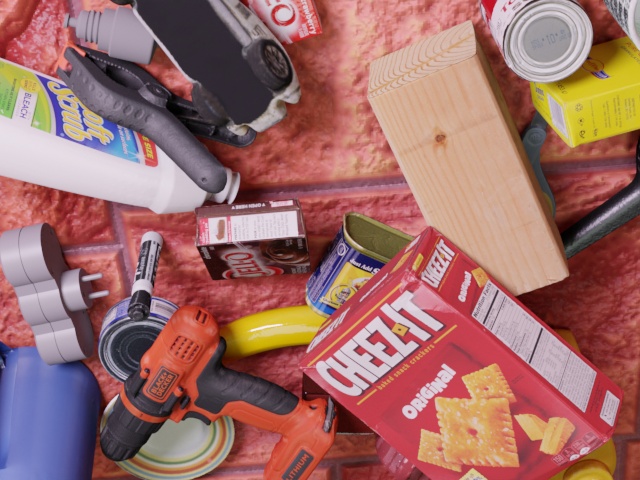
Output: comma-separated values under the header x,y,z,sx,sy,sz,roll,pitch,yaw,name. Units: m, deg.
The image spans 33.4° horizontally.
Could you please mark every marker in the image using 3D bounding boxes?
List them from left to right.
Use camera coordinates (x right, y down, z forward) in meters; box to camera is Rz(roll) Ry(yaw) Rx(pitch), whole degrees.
x,y,z,sx,sy,sz,roll,pitch,yaw,name
-0.149,0.030,0.907,0.020,0.121,0.020,-1,121,-2,marker

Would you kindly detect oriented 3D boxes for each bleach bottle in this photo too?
x,y,z,sx,sy,sz,roll,pitch,yaw,name
-0.187,-0.081,0.864,0.250,0.102,0.068,15,132,-21,bleach bottle

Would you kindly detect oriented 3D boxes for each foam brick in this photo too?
x,y,z,sx,sy,sz,roll,pitch,yaw,name
0.021,0.150,1.025,0.078,0.053,0.051,1,120,-4,foam brick

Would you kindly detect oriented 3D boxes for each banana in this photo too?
x,y,z,sx,sy,sz,roll,pitch,yaw,name
-0.026,0.091,0.997,0.197,0.037,0.070,-2,120,-1,banana

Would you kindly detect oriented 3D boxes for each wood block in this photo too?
x,y,z,sx,sy,sz,roll,pitch,yaw,name
0.122,-0.059,0.870,0.091,0.090,0.206,-21,115,15,wood block

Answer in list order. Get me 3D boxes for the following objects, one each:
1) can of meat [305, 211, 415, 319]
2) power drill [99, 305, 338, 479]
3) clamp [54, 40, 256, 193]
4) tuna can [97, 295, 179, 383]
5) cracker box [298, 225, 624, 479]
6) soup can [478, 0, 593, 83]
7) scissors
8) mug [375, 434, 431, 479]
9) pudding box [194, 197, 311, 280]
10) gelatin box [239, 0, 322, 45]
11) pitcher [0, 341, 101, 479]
x,y,z,sx,sy,sz,roll,pitch,yaw,name
0.047,0.035,0.956,0.102,0.057,0.084,23,119,-14,can of meat
-0.093,0.167,0.976,0.187,0.057,0.185,29,118,-11,power drill
-0.131,-0.097,0.838,0.171,0.120,0.039,24,112,-12,clamp
-0.163,0.095,0.995,0.086,0.034,0.086,-1,121,-2,tuna can
0.112,0.116,0.882,0.213,0.072,0.164,40,130,-5,cracker box
0.162,-0.169,0.812,0.068,0.102,0.068,-1,121,-2,soup can
0.195,-0.076,0.918,0.096,0.016,0.202,30,116,-16,scissors
0.100,0.188,1.018,0.093,0.117,0.082,31,122,7,mug
-0.056,0.001,0.908,0.090,0.039,0.113,-6,161,0,pudding box
-0.046,-0.194,0.831,0.073,0.030,0.089,-16,120,7,gelatin box
-0.267,0.205,0.935,0.149,0.243,0.145,20,115,-20,pitcher
